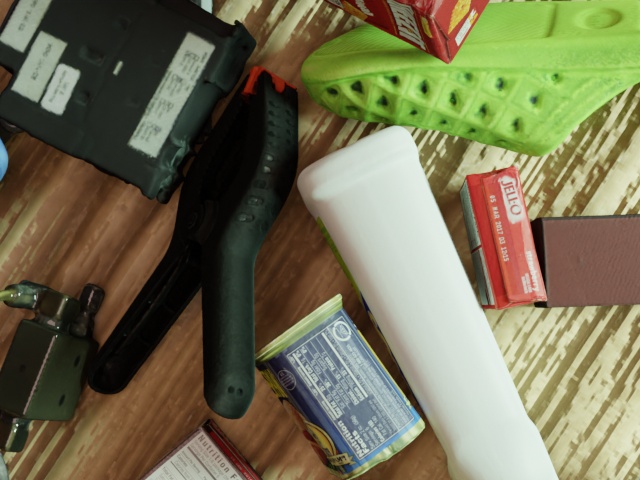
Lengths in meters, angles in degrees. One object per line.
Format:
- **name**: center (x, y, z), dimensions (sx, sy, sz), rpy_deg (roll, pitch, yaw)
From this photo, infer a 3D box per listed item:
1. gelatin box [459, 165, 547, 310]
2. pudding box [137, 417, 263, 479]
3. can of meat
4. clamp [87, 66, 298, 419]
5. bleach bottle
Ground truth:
- **gelatin box**: center (0.100, 0.000, 0.592), dimensions (0.030, 0.089, 0.073), rpy_deg (-12, 86, 3)
- **pudding box**: center (-0.079, 0.174, 0.622), dimensions (0.113, 0.039, 0.090), rpy_deg (-40, 85, 0)
- **can of meat**: center (0.007, 0.082, 0.589), dimensions (0.057, 0.102, 0.084), rpy_deg (-35, 87, -10)
- **clamp**: center (-0.054, 0.001, 0.592), dimensions (0.036, 0.165, 0.210), rpy_deg (28, 79, -32)
- **bleach bottle**: center (0.071, 0.067, 0.584), dimensions (0.068, 0.102, 0.251), rpy_deg (-26, 84, 2)
